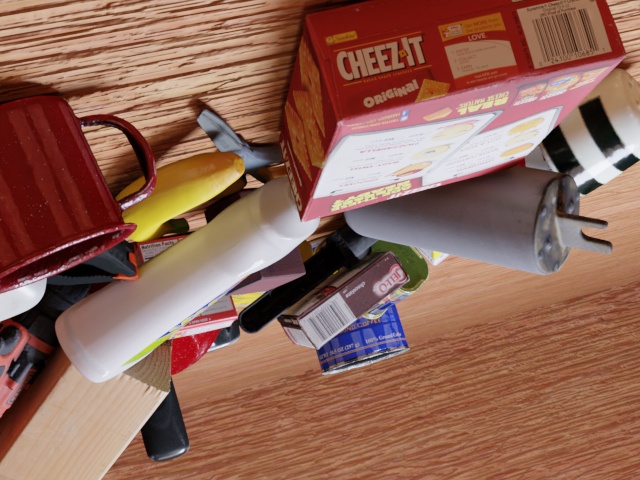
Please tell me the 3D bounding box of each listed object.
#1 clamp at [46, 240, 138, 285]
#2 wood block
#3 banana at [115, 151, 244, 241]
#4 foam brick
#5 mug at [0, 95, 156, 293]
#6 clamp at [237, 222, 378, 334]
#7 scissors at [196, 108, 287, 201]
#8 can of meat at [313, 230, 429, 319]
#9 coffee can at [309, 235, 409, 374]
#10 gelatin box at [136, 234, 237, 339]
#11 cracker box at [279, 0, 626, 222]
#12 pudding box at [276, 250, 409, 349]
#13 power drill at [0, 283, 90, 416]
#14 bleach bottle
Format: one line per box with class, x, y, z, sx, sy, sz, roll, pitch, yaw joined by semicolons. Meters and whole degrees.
clamp;-0.214;0.009;0.760;0.120;0.039;0.171;-15;157;39
wood block;-0.226;0.161;0.962;0.090;0.090;0.206;29;115;-21
banana;-0.110;-0.029;0.756;0.069;0.037;0.198;-20;177;-21
foam brick;-0.056;0.001;0.897;0.052;0.078;0.051;-5;166;-44
mug;-0.146;-0.030;0.572;0.117;0.081;0.093;-24;177;-11
clamp;0.017;0.011;0.991;0.165;0.036;0.209;-37;179;31
scissors;-0.074;-0.055;0.748;0.096;0.016;0.201;-20;168;19
can of meat;0.054;0.023;1.110;0.057;0.102;0.084;-43;-178;-33
coffee can;0.031;0.069;1.197;0.102;0.140;0.103;-16;169;-3
gelatin box;-0.123;0.040;0.959;0.073;0.089;0.030;-10;161;-26
cracker box;0.065;-0.085;0.657;0.164;0.072;0.214;-14;170;-9
pudding box;0.020;0.055;1.010;0.113;0.039;0.090;-34;-175;-14
power drill;-0.261;0.082;0.845;0.184;0.057;0.187;-56;171;-6
bleach bottle;-0.091;0.021;0.823;0.251;0.068;0.102;-33;-179;32
